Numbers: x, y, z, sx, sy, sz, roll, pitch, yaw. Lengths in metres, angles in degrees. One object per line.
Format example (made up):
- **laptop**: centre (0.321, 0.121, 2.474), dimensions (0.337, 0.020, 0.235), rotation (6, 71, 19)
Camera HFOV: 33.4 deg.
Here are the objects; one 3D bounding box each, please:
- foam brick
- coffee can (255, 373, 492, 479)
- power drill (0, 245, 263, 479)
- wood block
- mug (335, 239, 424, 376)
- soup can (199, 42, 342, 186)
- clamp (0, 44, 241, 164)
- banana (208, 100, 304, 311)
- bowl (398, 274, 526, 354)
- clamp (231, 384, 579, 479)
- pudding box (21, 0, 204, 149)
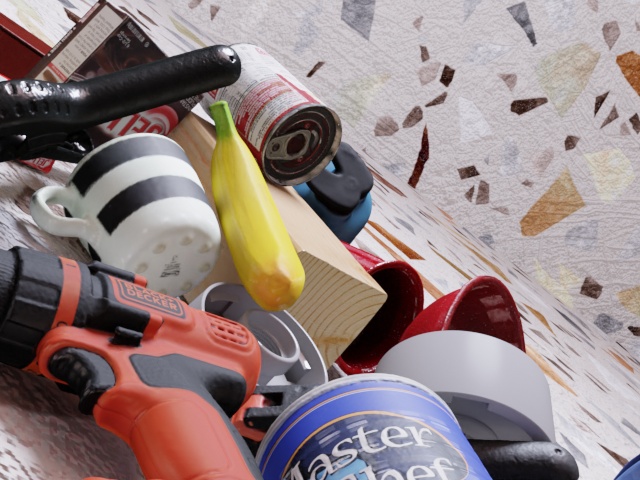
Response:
- **foam brick**: centre (-0.240, -0.137, 0.835), dimensions (0.078, 0.051, 0.053), rotation (34, 10, -26)
- **coffee can**: centre (0.033, 0.133, 0.439), dimensions (0.102, 0.103, 0.140), rotation (35, 11, -24)
- **power drill**: centre (-0.085, 0.067, 0.418), dimensions (0.184, 0.057, 0.188), rotation (20, 20, -30)
- **wood block**: centre (-0.055, 0.002, 0.766), dimensions (0.090, 0.090, 0.206), rotation (30, 13, -42)
- **mug**: centre (0.020, 0.056, 0.813), dimensions (0.082, 0.093, 0.117), rotation (26, -40, 44)
- **soup can**: centre (-0.040, -0.095, 0.793), dimensions (0.068, 0.068, 0.102), rotation (27, 15, -51)
- **clamp**: centre (-0.168, -0.065, 0.620), dimensions (0.209, 0.165, 0.036), rotation (-17, 86, -43)
- **banana**: centre (-0.041, -0.008, 0.633), dimensions (0.069, 0.037, 0.198), rotation (63, 1, -38)
- **bowl**: centre (0.097, 0.105, 0.789), dimensions (0.055, 0.162, 0.161), rotation (0, -14, 33)
- **clamp**: centre (0.040, 0.114, 0.540), dimensions (0.171, 0.120, 0.039), rotation (32, 25, -15)
- **pudding box**: centre (-0.146, -0.104, 0.755), dimensions (0.039, 0.090, 0.113), rotation (41, -2, 34)
